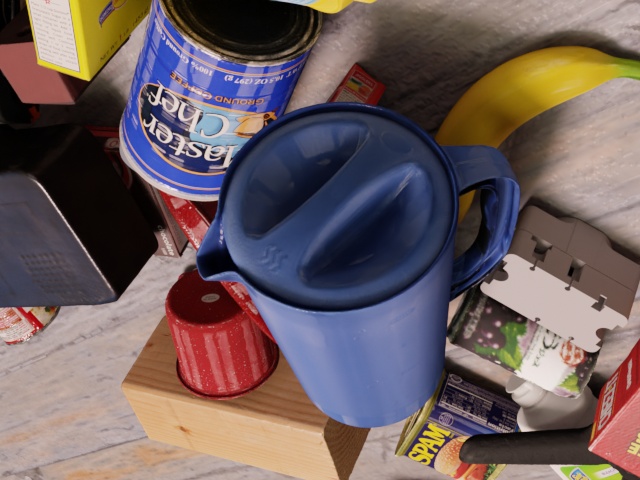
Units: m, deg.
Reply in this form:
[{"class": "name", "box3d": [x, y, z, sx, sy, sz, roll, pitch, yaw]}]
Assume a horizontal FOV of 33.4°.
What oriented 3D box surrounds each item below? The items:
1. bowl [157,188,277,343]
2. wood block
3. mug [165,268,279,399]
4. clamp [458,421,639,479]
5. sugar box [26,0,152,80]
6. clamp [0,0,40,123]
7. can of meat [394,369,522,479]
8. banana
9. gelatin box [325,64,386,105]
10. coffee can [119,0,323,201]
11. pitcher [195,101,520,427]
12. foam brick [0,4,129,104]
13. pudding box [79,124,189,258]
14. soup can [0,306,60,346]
[{"class": "bowl", "box3d": [-0.055, 0.001, 0.804, 0.162, 0.055, 0.162, 50, 168, 15]}, {"class": "wood block", "box3d": [-0.064, 0.145, 0.978, 0.206, 0.090, 0.091, 9, 139, 25]}, {"class": "mug", "box3d": [-0.092, 0.069, 0.923, 0.117, 0.093, 0.081, 47, 154, 44]}, {"class": "clamp", "box3d": [0.231, 0.168, 0.783, 0.210, 0.036, 0.164, -34, 98, 22]}, {"class": "sugar box", "box3d": [-0.142, -0.194, 0.642, 0.048, 0.093, 0.176, 21, 142, 11]}, {"class": "clamp", "box3d": [-0.237, -0.131, 0.759, 0.039, 0.120, 0.171, 20, 145, 13]}, {"class": "can of meat", "box3d": [0.119, 0.161, 0.905, 0.084, 0.057, 0.102, 24, 143, 3]}, {"class": "banana", "box3d": [0.112, -0.067, 0.666, 0.069, 0.037, 0.198, 39, 142, -9]}, {"class": "gelatin box", "box3d": [0.001, -0.064, 0.712, 0.030, 0.073, 0.089, 35, 143, -5]}, {"class": "coffee can", "box3d": [-0.067, -0.106, 0.685, 0.103, 0.102, 0.140, 30, 142, 0]}, {"class": "pitcher", "box3d": [0.033, 0.029, 0.677, 0.149, 0.145, 0.243, 20, 157, 18]}, {"class": "foam brick", "box3d": [-0.181, -0.138, 0.743, 0.053, 0.078, 0.051, 4, 137, 30]}, {"class": "pudding box", "box3d": [-0.161, -0.040, 0.871, 0.090, 0.039, 0.113, 6, 136, 27]}, {"class": "soup can", "box3d": [-0.311, 0.045, 1.041, 0.069, 0.068, 0.102, -7, 129, 38]}]
